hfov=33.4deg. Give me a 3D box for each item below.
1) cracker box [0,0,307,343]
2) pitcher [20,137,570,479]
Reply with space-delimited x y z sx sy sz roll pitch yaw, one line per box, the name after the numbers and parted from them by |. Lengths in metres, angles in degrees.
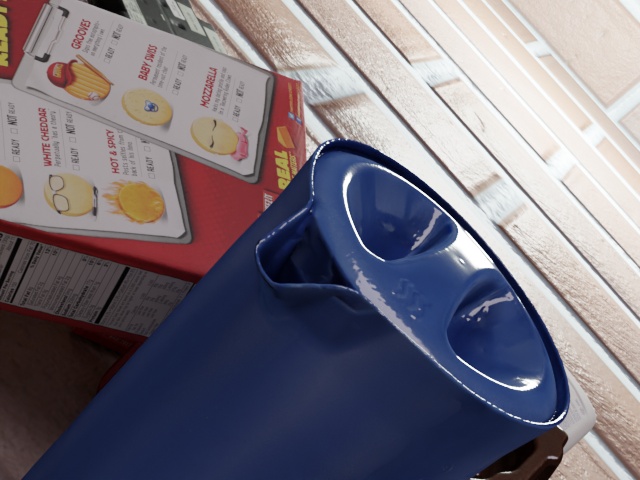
-0.113 -0.038 0.526 0.213 0.072 0.164 16 45 -21 | cracker box
-0.023 0.086 0.444 0.149 0.243 0.145 42 24 -11 | pitcher
